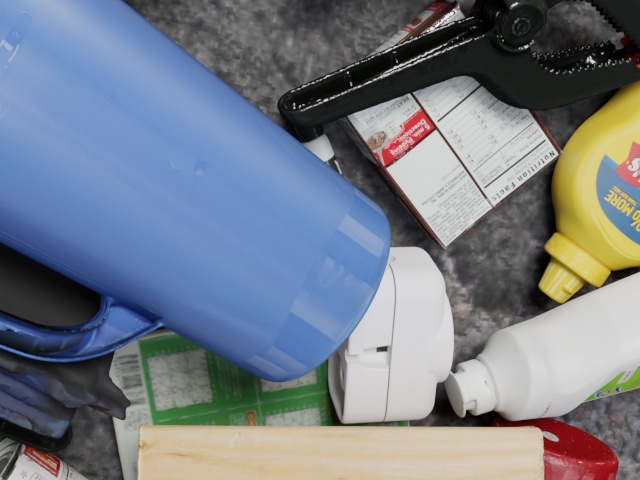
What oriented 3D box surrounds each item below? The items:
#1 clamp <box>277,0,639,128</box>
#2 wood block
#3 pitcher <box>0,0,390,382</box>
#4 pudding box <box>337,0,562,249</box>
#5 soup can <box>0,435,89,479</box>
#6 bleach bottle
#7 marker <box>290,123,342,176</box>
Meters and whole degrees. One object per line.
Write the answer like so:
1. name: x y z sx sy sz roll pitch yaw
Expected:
1. clamp: 0.087 -0.109 0.547 0.209 0.036 0.165 15 119 -28
2. wood block: 0.010 0.145 0.577 0.206 0.091 0.090 0 79 1
3. pitcher: -0.093 -0.023 0.506 0.242 0.145 0.149 34 122 -22
4. pudding box: 0.069 -0.065 0.605 0.090 0.039 0.113 -39 112 0
5. soup can: -0.156 0.167 0.619 0.102 0.068 0.068 42 96 -18
6. bleach bottle: 0.194 0.050 0.623 0.250 0.068 0.102 -16 152 -11
7. marker: 0.006 -0.030 0.614 0.020 0.020 0.121 -23 110 -3
